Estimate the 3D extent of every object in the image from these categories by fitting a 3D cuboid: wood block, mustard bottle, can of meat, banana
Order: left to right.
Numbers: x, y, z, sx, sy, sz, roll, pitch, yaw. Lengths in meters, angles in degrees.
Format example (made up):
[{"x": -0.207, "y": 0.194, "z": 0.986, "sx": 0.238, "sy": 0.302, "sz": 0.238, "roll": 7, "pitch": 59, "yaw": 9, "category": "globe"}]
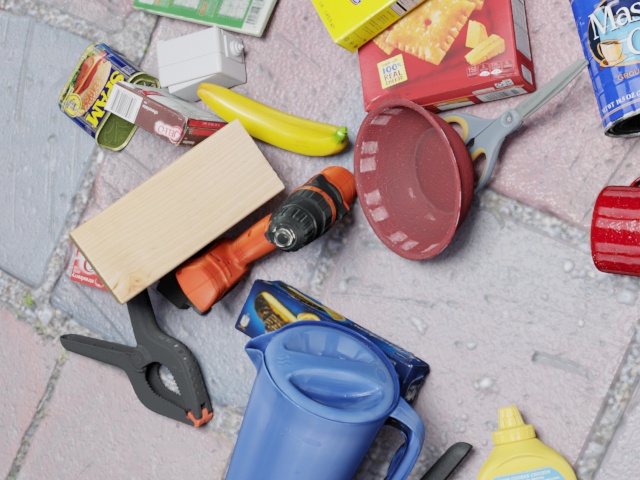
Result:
[{"x": -0.251, "y": -0.171, "z": 1.256, "sx": 0.084, "sy": 0.057, "sz": 0.102, "roll": 38, "pitch": 101, "yaw": 26, "category": "can of meat"}, {"x": -0.151, "y": -0.029, "z": 1.117, "sx": 0.206, "sy": 0.090, "sz": 0.091, "roll": -37, "pitch": 96, "yaw": -12, "category": "wood block"}, {"x": -0.043, "y": -0.128, "z": 1.148, "sx": 0.198, "sy": 0.069, "sz": 0.037, "roll": 18, "pitch": 61, "yaw": 28, "category": "banana"}, {"x": 0.197, "y": 0.251, "z": 1.002, "sx": 0.096, "sy": 0.058, "sz": 0.191, "roll": -13, "pitch": 79, "yaw": 8, "category": "mustard bottle"}]

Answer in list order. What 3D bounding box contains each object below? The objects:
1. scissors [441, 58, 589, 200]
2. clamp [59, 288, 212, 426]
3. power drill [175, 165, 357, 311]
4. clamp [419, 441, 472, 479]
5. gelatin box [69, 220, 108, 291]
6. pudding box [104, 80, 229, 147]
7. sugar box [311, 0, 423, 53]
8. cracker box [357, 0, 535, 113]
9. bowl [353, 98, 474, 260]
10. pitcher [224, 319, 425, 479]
[{"x": 0.171, "y": -0.125, "z": 1.038, "sx": 0.096, "sy": 0.016, "sz": 0.202, "roll": 56, "pitch": 129, "yaw": 30, "category": "scissors"}, {"x": -0.204, "y": 0.133, "z": 1.209, "sx": 0.210, "sy": 0.036, "sz": 0.165, "roll": 52, "pitch": 122, "yaw": 10, "category": "clamp"}, {"x": -0.057, "y": 0.001, "z": 1.091, "sx": 0.188, "sy": 0.184, "sz": 0.057, "roll": -31, "pitch": 95, "yaw": 26, "category": "power drill"}, {"x": 0.094, "y": 0.267, "z": 1.063, "sx": 0.172, "sy": 0.039, "sz": 0.120, "roll": -11, "pitch": 80, "yaw": 20, "category": "clamp"}, {"x": -0.244, "y": 0.022, "z": 1.250, "sx": 0.089, "sy": 0.030, "sz": 0.073, "roll": 15, "pitch": 92, "yaw": 26, "category": "gelatin box"}, {"x": -0.169, "y": -0.139, "z": 1.194, "sx": 0.114, "sy": 0.089, "sz": 0.039, "roll": 30, "pitch": 104, "yaw": 25, "category": "pudding box"}, {"x": 0.072, "y": -0.272, "z": 1.038, "sx": 0.176, "sy": 0.048, "sz": 0.093, "roll": -35, "pitch": 69, "yaw": 21, "category": "sugar box"}, {"x": 0.118, "y": -0.241, "z": 1.077, "sx": 0.164, "sy": 0.072, "sz": 0.214, "roll": -9, "pitch": 81, "yaw": 24, "category": "cracker box"}, {"x": 0.102, "y": -0.064, "z": 1.056, "sx": 0.162, "sy": 0.055, "sz": 0.162, "roll": 28, "pitch": 125, "yaw": 49, "category": "bowl"}, {"x": -0.014, "y": 0.211, "z": 1.036, "sx": 0.149, "sy": 0.144, "sz": 0.243, "roll": 56, "pitch": 137, "yaw": 41, "category": "pitcher"}]
